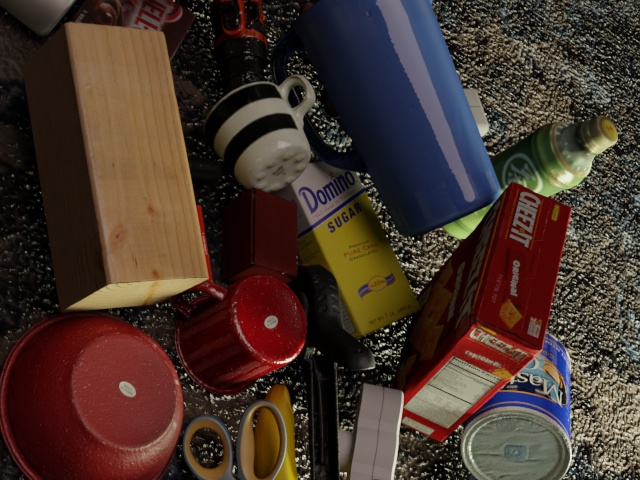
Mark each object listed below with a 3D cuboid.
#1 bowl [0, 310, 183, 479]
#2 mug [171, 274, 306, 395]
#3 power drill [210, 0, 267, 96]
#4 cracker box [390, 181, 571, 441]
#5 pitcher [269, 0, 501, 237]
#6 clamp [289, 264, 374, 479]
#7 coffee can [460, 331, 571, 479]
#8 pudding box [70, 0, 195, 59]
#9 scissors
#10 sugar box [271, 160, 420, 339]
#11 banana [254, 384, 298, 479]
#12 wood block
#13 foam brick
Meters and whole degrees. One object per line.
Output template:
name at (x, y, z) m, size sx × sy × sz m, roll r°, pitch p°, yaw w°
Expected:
bowl at (-0.165, 0.123, 0.830) m, size 0.161 × 0.055 × 0.162 m, roll 19°, pitch 58°, yaw -34°
mug at (-0.074, 0.071, 0.913) m, size 0.117 × 0.082 × 0.093 m, roll 41°, pitch 49°, yaw -18°
power drill at (-0.092, -0.227, 0.995) m, size 0.187 × 0.057 × 0.184 m, roll 69°, pitch 12°, yaw -68°
cracker box at (0.144, 0.070, 1.006) m, size 0.072 × 0.214 × 0.164 m, roll 24°, pitch 54°, yaw -5°
pitcher at (0.069, -0.126, 1.030) m, size 0.144 × 0.149 × 0.243 m, roll -24°, pitch 91°, yaw -40°
clamp at (0.004, 0.087, 0.922) m, size 0.036 × 0.165 × 0.210 m, roll 2°, pitch 46°, yaw -15°
coffee can at (0.196, 0.165, 1.057) m, size 0.102 × 0.103 × 0.140 m, roll 45°, pitch 30°, yaw -14°
pudding box at (-0.173, -0.188, 0.966) m, size 0.090 × 0.039 × 0.113 m, roll 28°, pitch 46°, yaw -10°
scissors at (-0.076, 0.228, 0.872) m, size 0.096 × 0.016 × 0.202 m, roll 11°, pitch 79°, yaw -6°
sugar box at (0.023, 0.007, 1.053) m, size 0.093 × 0.048 × 0.176 m, roll -20°, pitch 84°, yaw -44°
banana at (-0.025, 0.223, 0.916) m, size 0.069 × 0.037 × 0.198 m, roll -3°, pitch 72°, yaw -60°
wood block at (-0.164, -0.056, 0.844) m, size 0.090 × 0.091 × 0.206 m, roll -3°, pitch 75°, yaw -39°
foam brick at (-0.056, 0.001, 0.984) m, size 0.051 × 0.053 × 0.078 m, roll 17°, pitch 60°, yaw -34°
